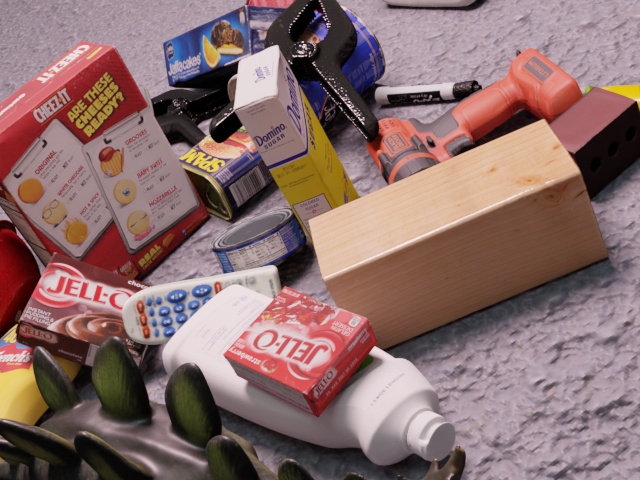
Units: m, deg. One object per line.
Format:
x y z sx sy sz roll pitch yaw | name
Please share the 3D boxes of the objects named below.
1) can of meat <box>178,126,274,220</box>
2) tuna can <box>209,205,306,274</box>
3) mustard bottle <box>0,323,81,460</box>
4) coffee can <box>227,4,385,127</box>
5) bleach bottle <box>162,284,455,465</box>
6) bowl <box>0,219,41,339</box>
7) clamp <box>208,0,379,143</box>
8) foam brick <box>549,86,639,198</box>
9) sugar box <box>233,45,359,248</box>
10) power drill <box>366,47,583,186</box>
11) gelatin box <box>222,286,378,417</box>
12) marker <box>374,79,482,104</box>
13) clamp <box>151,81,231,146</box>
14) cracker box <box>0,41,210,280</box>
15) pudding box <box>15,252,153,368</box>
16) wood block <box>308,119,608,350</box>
-0.097 -0.075 1.115 0.083 0.057 0.102 -39 36 -21 | can of meat
-0.056 0.001 0.982 0.086 0.034 0.086 -22 15 6 | tuna can
-0.273 0.124 0.971 0.096 0.058 0.191 4 45 38 | mustard bottle
-0.014 -0.173 1.143 0.140 0.102 0.103 -42 36 -21 | coffee can
-0.007 0.111 0.801 0.251 0.068 0.102 20 57 45 | bleach bottle
-0.318 0.063 1.037 0.055 0.162 0.162 25 50 5 | bowl
-0.005 -0.172 1.055 0.165 0.036 0.210 7 56 16 | clamp
0.229 -0.083 0.899 0.078 0.053 0.051 -39 35 -15 | foam brick
-0.017 -0.076 0.950 0.048 0.176 0.093 -19 34 13 | sugar box
0.143 -0.093 0.967 0.187 0.057 0.184 -28 34 0 | power drill
-0.014 0.078 0.768 0.089 0.030 0.073 19 57 42 | gelatin box
0.111 -0.153 1.104 0.121 0.020 0.020 2 44 36 | marker
-0.154 -0.157 1.277 0.172 0.039 0.120 15 52 40 | clamp
-0.225 -0.059 1.039 0.164 0.213 0.072 -44 38 -23 | cracker box
-0.205 0.068 0.963 0.113 0.039 0.090 21 42 -7 | pudding box
0.105 -0.002 0.844 0.206 0.090 0.090 -24 34 7 | wood block
